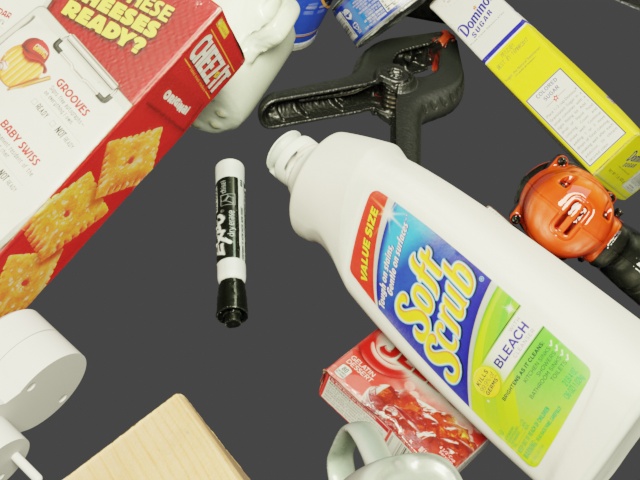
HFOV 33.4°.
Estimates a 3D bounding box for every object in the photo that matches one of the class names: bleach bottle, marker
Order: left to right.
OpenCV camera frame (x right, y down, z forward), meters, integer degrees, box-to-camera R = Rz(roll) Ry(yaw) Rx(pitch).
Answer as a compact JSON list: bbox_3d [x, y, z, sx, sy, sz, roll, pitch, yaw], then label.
[{"bbox_3d":[-0.054,0.001,0.647,0.020,0.020,0.121,4,51,-11],"label":"marker"},{"bbox_3d":[0.064,0.026,0.576,0.251,0.103,0.067,39,31,25],"label":"bleach bottle"}]

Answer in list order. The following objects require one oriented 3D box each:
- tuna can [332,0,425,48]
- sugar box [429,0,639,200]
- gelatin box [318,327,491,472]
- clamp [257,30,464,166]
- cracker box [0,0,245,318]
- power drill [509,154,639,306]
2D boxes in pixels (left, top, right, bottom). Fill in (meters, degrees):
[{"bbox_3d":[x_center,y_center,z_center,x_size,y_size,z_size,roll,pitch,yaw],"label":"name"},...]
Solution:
[{"bbox_3d":[0.051,-0.174,0.752,0.086,0.086,0.034,-39,95,-35],"label":"tuna can"},{"bbox_3d":[0.158,-0.108,0.740,0.176,0.048,0.093,54,17,25],"label":"sugar box"},{"bbox_3d":[0.055,0.087,0.595,0.089,0.030,0.073,42,54,20],"label":"gelatin box"},{"bbox_3d":[0.054,-0.093,0.735,0.120,0.039,0.171,40,54,21],"label":"clamp"},{"bbox_3d":[-0.173,-0.079,0.593,0.164,0.072,0.213,39,83,17],"label":"cracker box"},{"bbox_3d":[0.195,0.021,0.632,0.187,0.057,0.184,37,12,4],"label":"power drill"}]
